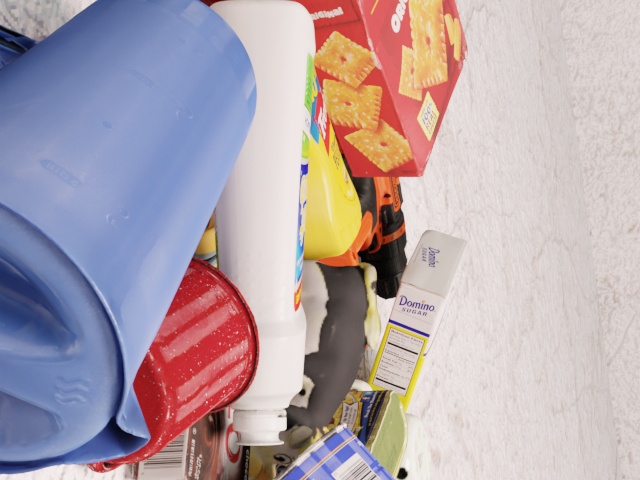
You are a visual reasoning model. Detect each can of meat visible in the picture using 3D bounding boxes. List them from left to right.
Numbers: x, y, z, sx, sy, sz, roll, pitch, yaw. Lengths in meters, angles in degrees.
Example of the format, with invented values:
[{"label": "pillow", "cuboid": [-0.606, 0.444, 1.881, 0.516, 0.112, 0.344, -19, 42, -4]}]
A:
[{"label": "can of meat", "cuboid": [0.012, 0.154, 0.792, 0.102, 0.084, 0.057, -59, 138, -57]}]

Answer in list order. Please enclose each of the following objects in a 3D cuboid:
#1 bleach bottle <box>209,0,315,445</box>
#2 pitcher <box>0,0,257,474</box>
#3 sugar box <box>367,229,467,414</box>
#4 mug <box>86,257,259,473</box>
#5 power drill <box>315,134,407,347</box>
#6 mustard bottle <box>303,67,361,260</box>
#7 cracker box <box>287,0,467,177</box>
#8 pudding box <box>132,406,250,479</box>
[{"label": "bleach bottle", "cuboid": [-0.036, -0.007, 0.632, 0.102, 0.068, 0.251, 91, -1, -84]}, {"label": "pitcher", "cuboid": [-0.115, -0.032, 0.472, 0.242, 0.145, 0.149, -69, 161, -56]}, {"label": "sugar box", "cuboid": [0.077, 0.085, 0.927, 0.093, 0.048, 0.176, -58, 163, -55]}, {"label": "mug", "cuboid": [-0.095, 0.071, 0.552, 0.081, 0.093, 0.117, -34, 153, -61]}, {"label": "power drill", "cuboid": [0.031, 0.012, 0.920, 0.187, 0.057, 0.184, -67, 148, -54]}, {"label": "mustard bottle", "cuboid": [-0.021, -0.086, 0.758, 0.096, 0.058, 0.191, -83, 158, -57]}, {"label": "cracker box", "cuboid": [0.047, -0.180, 0.828, 0.164, 0.072, 0.213, -67, 147, -36]}, {"label": "pudding box", "cuboid": [-0.073, 0.100, 0.647, 0.090, 0.039, 0.113, 49, 41, -59]}]
